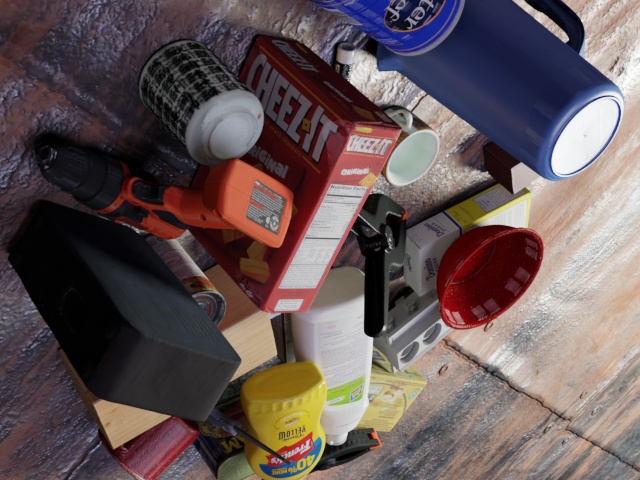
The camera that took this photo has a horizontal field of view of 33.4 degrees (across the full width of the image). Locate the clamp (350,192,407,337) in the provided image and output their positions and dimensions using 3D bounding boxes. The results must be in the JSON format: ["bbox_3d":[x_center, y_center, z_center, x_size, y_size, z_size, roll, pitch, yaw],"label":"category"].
[{"bbox_3d":[0.063,0.011,1.199,0.036,0.164,0.209,-13,-175,22],"label":"clamp"}]

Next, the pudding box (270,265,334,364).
[{"bbox_3d":[-0.016,0.091,1.295,0.090,0.039,0.113,-22,135,-21],"label":"pudding box"}]

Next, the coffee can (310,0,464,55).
[{"bbox_3d":[0.054,-0.242,0.983,0.140,0.103,0.103,19,112,-49],"label":"coffee can"}]

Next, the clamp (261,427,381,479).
[{"bbox_3d":[-0.003,0.283,1.407,0.171,0.039,0.120,-22,161,-7],"label":"clamp"}]

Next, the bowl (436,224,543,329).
[{"bbox_3d":[0.202,0.035,1.348,0.161,0.055,0.162,-22,137,-22],"label":"bowl"}]

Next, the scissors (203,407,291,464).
[{"bbox_3d":[-0.115,0.195,1.197,0.016,0.202,0.096,-49,122,-20],"label":"scissors"}]

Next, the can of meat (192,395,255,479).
[{"bbox_3d":[-0.103,0.247,1.328,0.101,0.084,0.057,-19,137,-28],"label":"can of meat"}]

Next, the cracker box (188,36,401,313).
[{"bbox_3d":[-0.038,-0.062,1.024,0.071,0.164,0.214,0,126,-45],"label":"cracker box"}]

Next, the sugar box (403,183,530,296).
[{"bbox_3d":[0.188,-0.006,1.381,0.176,0.048,0.093,-24,138,-18],"label":"sugar box"}]

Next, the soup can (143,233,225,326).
[{"bbox_3d":[-0.150,0.048,1.079,0.068,0.102,0.068,-24,139,-23],"label":"soup can"}]

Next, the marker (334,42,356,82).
[{"bbox_3d":[0.019,-0.149,1.111,0.020,0.020,0.121,-18,136,-29],"label":"marker"}]

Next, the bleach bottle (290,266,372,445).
[{"bbox_3d":[0.011,0.152,1.277,0.102,0.068,0.251,-15,130,-19],"label":"bleach bottle"}]

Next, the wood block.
[{"bbox_3d":[-0.160,0.121,1.150,0.205,0.091,0.090,-29,141,-18],"label":"wood block"}]

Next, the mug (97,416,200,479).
[{"bbox_3d":[-0.195,0.215,1.204,0.081,0.093,0.117,-45,159,-1],"label":"mug"}]

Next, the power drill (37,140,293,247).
[{"bbox_3d":[-0.133,-0.043,0.951,0.184,0.188,0.057,27,74,-53],"label":"power drill"}]

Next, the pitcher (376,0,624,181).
[{"bbox_3d":[0.186,-0.172,1.053,0.144,0.243,0.149,4,124,-46],"label":"pitcher"}]

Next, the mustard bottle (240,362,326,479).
[{"bbox_3d":[-0.042,0.231,1.252,0.096,0.058,0.192,-15,132,-18],"label":"mustard bottle"}]

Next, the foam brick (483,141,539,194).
[{"bbox_3d":[0.252,-0.106,1.334,0.078,0.053,0.051,-33,142,-12],"label":"foam brick"}]
